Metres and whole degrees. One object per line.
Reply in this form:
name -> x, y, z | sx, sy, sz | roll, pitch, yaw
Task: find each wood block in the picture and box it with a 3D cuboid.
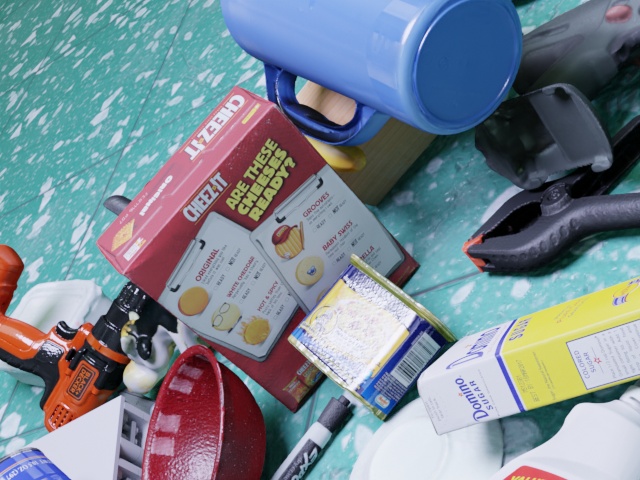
wood block -> 0.065, -0.140, 0.942 | 0.206, 0.090, 0.091 | -50, 54, 22

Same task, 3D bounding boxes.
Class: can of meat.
can of meat -> 0.037, 0.073, 0.803 | 0.084, 0.057, 0.102 | -50, 51, -3

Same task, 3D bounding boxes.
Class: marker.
marker -> -0.017, 0.168, 0.811 | 0.121, 0.020, 0.020 | -52, 30, -10

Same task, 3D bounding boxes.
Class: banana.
banana -> -0.042, -0.070, 0.929 | 0.198, 0.037, 0.069 | -13, 64, 33

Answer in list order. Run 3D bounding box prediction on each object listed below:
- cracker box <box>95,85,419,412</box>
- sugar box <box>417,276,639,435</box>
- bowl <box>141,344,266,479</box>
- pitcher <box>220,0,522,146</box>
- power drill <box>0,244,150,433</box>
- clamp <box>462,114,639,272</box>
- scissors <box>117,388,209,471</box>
cracker box -> -0.043, 0.011, 0.837 | 0.164, 0.213, 0.072 | -49, 38, -5
sugar box -> 0.153, 0.065, 0.659 | 0.177, 0.048, 0.093 | -21, 3, 32
bowl -> -0.087, 0.165, 0.832 | 0.162, 0.055, 0.162 | -40, 42, 50
pitcher -> 0.033, -0.156, 0.807 | 0.145, 0.149, 0.243 | -41, 40, -10
power drill -> -0.269, 0.082, 1.070 | 0.188, 0.057, 0.184 | 32, 94, 16
clamp -> 0.185, -0.030, 0.783 | 0.172, 0.039, 0.120 | -21, 27, 31
scissors -> -0.131, 0.147, 0.982 | 0.096, 0.016, 0.202 | -50, 31, -2
